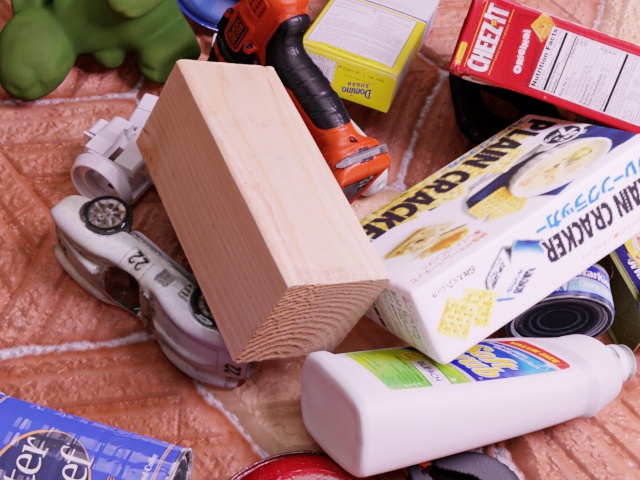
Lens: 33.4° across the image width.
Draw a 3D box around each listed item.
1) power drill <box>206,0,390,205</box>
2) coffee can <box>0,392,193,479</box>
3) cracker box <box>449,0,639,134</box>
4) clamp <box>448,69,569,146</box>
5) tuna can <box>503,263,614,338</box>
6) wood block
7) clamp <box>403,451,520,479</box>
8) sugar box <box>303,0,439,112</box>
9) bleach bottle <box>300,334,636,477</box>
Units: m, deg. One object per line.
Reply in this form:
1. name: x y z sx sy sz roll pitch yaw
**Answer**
1. power drill: -0.029 -0.110 0.886 0.057 0.185 0.188 -25 81 -28
2. coffee can: -0.166 0.166 0.697 0.140 0.103 0.102 15 55 5
3. cracker box: 0.218 -0.135 0.873 0.214 0.072 0.164 21 13 6
4. clamp: 0.197 -0.097 0.956 0.164 0.036 0.210 -24 63 -21
5. tuna can: 0.182 0.050 0.823 0.086 0.086 0.034 2 56 -5
6. wood block: -0.047 -0.024 0.771 0.090 0.091 0.206 -3 52 -37
7. clamp: 0.136 0.197 0.745 0.120 0.039 0.172 -34 65 -27
8. sugar box: 0.044 -0.186 0.971 0.093 0.048 0.176 21 36 7
9. bleach bottle: 0.118 0.106 0.778 0.250 0.068 0.103 -7 20 -25
